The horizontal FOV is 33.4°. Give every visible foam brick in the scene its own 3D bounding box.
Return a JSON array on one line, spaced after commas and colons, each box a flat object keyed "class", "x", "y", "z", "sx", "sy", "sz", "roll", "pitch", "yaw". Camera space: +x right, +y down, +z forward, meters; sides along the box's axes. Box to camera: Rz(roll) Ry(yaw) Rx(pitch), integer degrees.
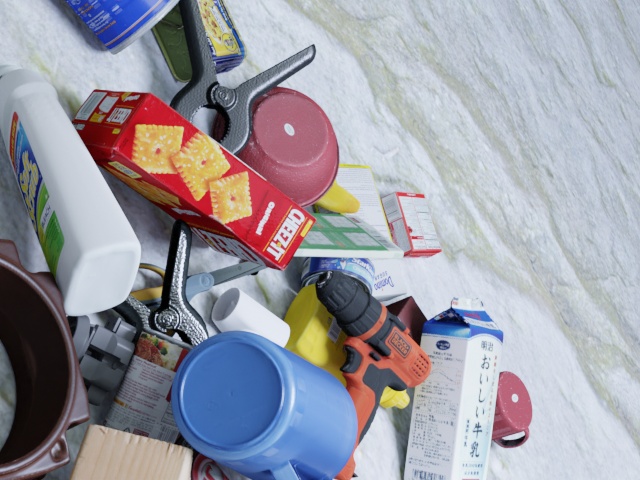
[{"class": "foam brick", "x": 0.107, "y": 0.119, "z": 1.339, "sx": 0.078, "sy": 0.053, "sz": 0.051, "roll": 54, "pitch": 38, "yaw": -12}]

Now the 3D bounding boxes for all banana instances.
[{"class": "banana", "x": -0.030, "y": -0.103, "z": 1.287, "sx": 0.198, "sy": 0.069, "sz": 0.037, "roll": 57, "pitch": -2, "yaw": 1}]

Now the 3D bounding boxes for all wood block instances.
[{"class": "wood block", "x": -0.173, "y": 0.264, "z": 0.844, "sx": 0.091, "sy": 0.090, "sz": 0.206, "roll": 14, "pitch": 56, "yaw": 1}]

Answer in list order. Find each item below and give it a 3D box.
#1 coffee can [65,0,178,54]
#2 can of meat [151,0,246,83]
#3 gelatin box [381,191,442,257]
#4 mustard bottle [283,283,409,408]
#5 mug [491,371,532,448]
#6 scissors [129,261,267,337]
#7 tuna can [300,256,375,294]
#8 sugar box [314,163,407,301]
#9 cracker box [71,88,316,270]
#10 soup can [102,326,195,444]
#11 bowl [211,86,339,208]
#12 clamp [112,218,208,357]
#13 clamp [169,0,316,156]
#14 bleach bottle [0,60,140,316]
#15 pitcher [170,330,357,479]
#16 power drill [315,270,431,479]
[{"class": "coffee can", "x": -0.227, "y": -0.281, "z": 1.118, "sx": 0.140, "sy": 0.103, "sz": 0.102, "roll": 49, "pitch": 40, "yaw": -20}, {"class": "can of meat", "x": -0.141, "y": -0.240, "z": 1.239, "sx": 0.083, "sy": 0.058, "sz": 0.102, "roll": -25, "pitch": 91, "yaw": -56}, {"class": "gelatin box", "x": 0.124, "y": -0.020, "z": 1.459, "sx": 0.073, "sy": 0.030, "sz": 0.089, "roll": 1, "pitch": 70, "yaw": -52}, {"class": "mustard bottle", "x": 0.038, "y": 0.138, "z": 1.239, "sx": 0.191, "sy": 0.058, "sz": 0.096, "roll": 42, "pitch": 50, "yaw": -28}, {"class": "mug", "x": 0.230, "y": 0.229, "z": 1.403, "sx": 0.117, "sy": 0.082, "sz": 0.093, "roll": 53, "pitch": 38, "yaw": -16}, {"class": "scissors", "x": -0.124, "y": 0.062, "z": 1.084, "sx": 0.201, "sy": 0.016, "sz": 0.096, "roll": 2, "pitch": 77, "yaw": -34}, {"class": "tuna can", "x": 0.020, "y": 0.046, "z": 1.247, "sx": 0.086, "sy": 0.086, "sz": 0.033, "roll": 35, "pitch": 47, "yaw": -34}, {"class": "sugar box", "x": 0.045, "y": -0.008, "z": 1.344, "sx": 0.093, "sy": 0.048, "sz": 0.176, "roll": -1, "pitch": 74, "yaw": -49}, {"class": "cracker box", "x": -0.133, "y": -0.060, "z": 1.051, "sx": 0.213, "sy": 0.164, "sz": 0.072, "roll": 38, "pitch": 79, "yaw": -29}, {"class": "soup can", "x": -0.149, "y": 0.138, "z": 0.970, "sx": 0.068, "sy": 0.069, "sz": 0.102, "roll": 27, "pitch": 82, "yaw": -40}, {"class": "bowl", "x": -0.043, "y": -0.118, "z": 1.237, "sx": 0.162, "sy": 0.055, "sz": 0.162, "roll": 7, "pitch": 69, "yaw": -20}, {"class": "clamp", "x": -0.148, "y": 0.066, "z": 1.027, "sx": 0.120, "sy": 0.039, "sz": 0.171, "roll": -32, "pitch": 103, "yaw": -18}, {"class": "clamp", "x": -0.118, "y": -0.166, "z": 1.172, "sx": 0.164, "sy": 0.036, "sz": 0.210, "roll": 30, "pitch": 80, "yaw": -12}, {"class": "bleach bottle", "x": -0.243, "y": -0.060, "z": 0.966, "sx": 0.067, "sy": 0.103, "sz": 0.251, "roll": -13, "pitch": 58, "yaw": -32}, {"class": "pitcher", "x": -0.045, "y": 0.166, "z": 0.973, "sx": 0.242, "sy": 0.149, "sz": 0.145, "roll": 55, "pitch": 56, "yaw": -70}, {"class": "power drill", "x": 0.024, "y": 0.149, "z": 1.155, "sx": 0.184, "sy": 0.057, "sz": 0.187, "roll": 45, "pitch": 68, "yaw": -27}]
